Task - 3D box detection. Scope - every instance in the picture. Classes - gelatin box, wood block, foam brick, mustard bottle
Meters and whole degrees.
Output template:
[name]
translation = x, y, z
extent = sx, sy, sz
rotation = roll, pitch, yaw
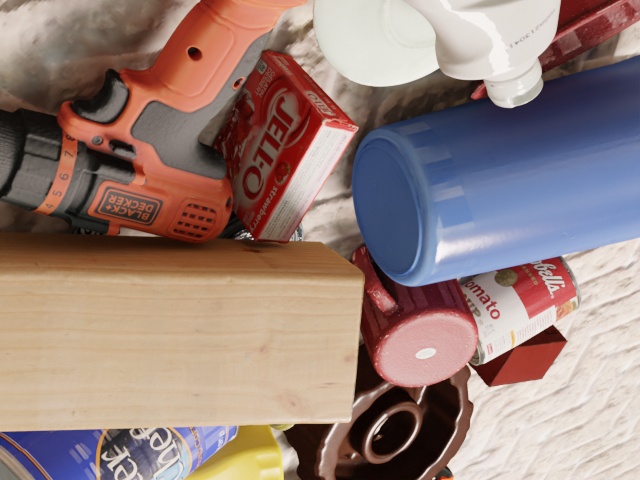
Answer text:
[gelatin box]
translation = -0.027, -0.055, 0.629
extent = 0.030, 0.073, 0.089
rotation = 5, 126, -43
[wood block]
translation = -0.089, 0.048, 0.603
extent = 0.205, 0.091, 0.090
rotation = 2, 101, -17
[foam brick]
translation = 0.175, 0.096, 0.975
extent = 0.078, 0.053, 0.051
rotation = 0, 130, -39
[mustard bottle]
translation = -0.125, 0.187, 0.763
extent = 0.191, 0.058, 0.096
rotation = -6, 125, -19

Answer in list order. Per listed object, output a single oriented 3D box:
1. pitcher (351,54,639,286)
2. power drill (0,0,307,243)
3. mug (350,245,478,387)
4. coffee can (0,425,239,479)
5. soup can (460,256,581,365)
[pitcher]
translation = 0.146, -0.040, 0.751
extent = 0.242, 0.145, 0.149
rotation = -14, 107, -23
[power drill]
translation = -0.098, -0.090, 0.540
extent = 0.184, 0.057, 0.188
rotation = 14, 120, -35
[mug]
translation = 0.062, 0.048, 0.790
extent = 0.093, 0.081, 0.117
rotation = -33, 130, 13
[coffee can]
translation = -0.136, 0.128, 0.676
extent = 0.140, 0.103, 0.103
rotation = -37, 148, -34
[soup can]
translation = 0.159, 0.053, 0.903
extent = 0.102, 0.069, 0.068
rotation = -28, 142, -12
